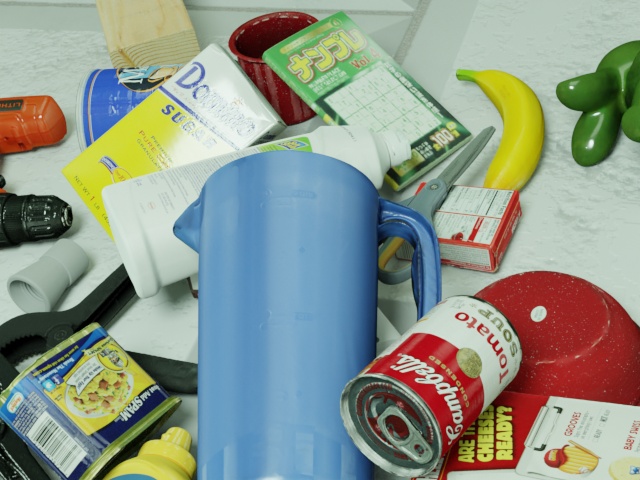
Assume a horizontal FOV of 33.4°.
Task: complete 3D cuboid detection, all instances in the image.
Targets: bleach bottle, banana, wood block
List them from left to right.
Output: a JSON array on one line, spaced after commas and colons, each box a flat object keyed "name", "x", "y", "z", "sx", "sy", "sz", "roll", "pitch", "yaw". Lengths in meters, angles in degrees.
[{"name": "wood block", "x": -0.186, "y": -0.224, "z": 1.146, "sx": 0.090, "sy": 0.091, "sz": 0.206, "roll": -17, "pitch": 41, "yaw": -6}, {"name": "bleach bottle", "x": -0.042, "y": -0.037, "z": 0.859, "sx": 0.250, "sy": 0.068, "sz": 0.103, "roll": -18, "pitch": 39, "yaw": -14}, {"name": "banana", "x": 0.170, "y": -0.101, "z": 0.967, "sx": 0.070, "sy": 0.037, "sz": 0.198, "roll": -17, "pitch": 38, "yaw": 13}]

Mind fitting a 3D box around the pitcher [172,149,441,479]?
[{"name": "pitcher", "x": -0.011, "y": 0.070, "z": 0.710, "sx": 0.149, "sy": 0.144, "sz": 0.243, "roll": -29, "pitch": 47, "yaw": 36}]

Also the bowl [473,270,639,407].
[{"name": "bowl", "x": 0.156, "y": 0.071, "z": 0.753, "sx": 0.162, "sy": 0.055, "sz": 0.162, "roll": -7, "pitch": 40, "yaw": 5}]

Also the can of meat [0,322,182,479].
[{"name": "can of meat", "x": -0.159, "y": 0.114, "z": 0.730, "sx": 0.084, "sy": 0.058, "sz": 0.102, "roll": 44, "pitch": 32, "yaw": 6}]

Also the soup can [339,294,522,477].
[{"name": "soup can", "x": 0.068, "y": 0.084, "z": 0.636, "sx": 0.069, "sy": 0.068, "sz": 0.102, "roll": 20, "pitch": 37, "yaw": 31}]

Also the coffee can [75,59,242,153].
[{"name": "coffee can", "x": -0.144, "y": -0.114, "z": 0.999, "sx": 0.140, "sy": 0.103, "sz": 0.102, "roll": -2, "pitch": 41, "yaw": 10}]

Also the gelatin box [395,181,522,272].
[{"name": "gelatin box", "x": 0.113, "y": -0.012, "z": 0.878, "sx": 0.089, "sy": 0.030, "sz": 0.073, "roll": 8, "pitch": 44, "yaw": 26}]

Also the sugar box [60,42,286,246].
[{"name": "sugar box", "x": -0.126, "y": -0.079, "z": 0.919, "sx": 0.176, "sy": 0.048, "sz": 0.093, "roll": -40, "pitch": 82, "yaw": 8}]

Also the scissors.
[{"name": "scissors", "x": 0.074, "y": -0.037, "z": 0.882, "sx": 0.096, "sy": 0.016, "sz": 0.201, "roll": 5, "pitch": 43, "yaw": 24}]

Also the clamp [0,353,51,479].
[{"name": "clamp", "x": -0.221, "y": 0.138, "z": 0.723, "sx": 0.120, "sy": 0.039, "sz": 0.171, "roll": 19, "pitch": 45, "yaw": -33}]

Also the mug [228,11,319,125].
[{"name": "mug", "x": -0.029, "y": -0.163, "z": 1.046, "sx": 0.117, "sy": 0.081, "sz": 0.093, "roll": 26, "pitch": 52, "yaw": 36}]

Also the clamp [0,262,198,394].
[{"name": "clamp", "x": -0.194, "y": 0.077, "z": 0.839, "sx": 0.210, "sy": 0.036, "sz": 0.164, "roll": -15, "pitch": 44, "yaw": -1}]

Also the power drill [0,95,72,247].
[{"name": "power drill", "x": -0.303, "y": -0.064, "z": 1.012, "sx": 0.184, "sy": 0.057, "sz": 0.187, "roll": -2, "pitch": 41, "yaw": 11}]
